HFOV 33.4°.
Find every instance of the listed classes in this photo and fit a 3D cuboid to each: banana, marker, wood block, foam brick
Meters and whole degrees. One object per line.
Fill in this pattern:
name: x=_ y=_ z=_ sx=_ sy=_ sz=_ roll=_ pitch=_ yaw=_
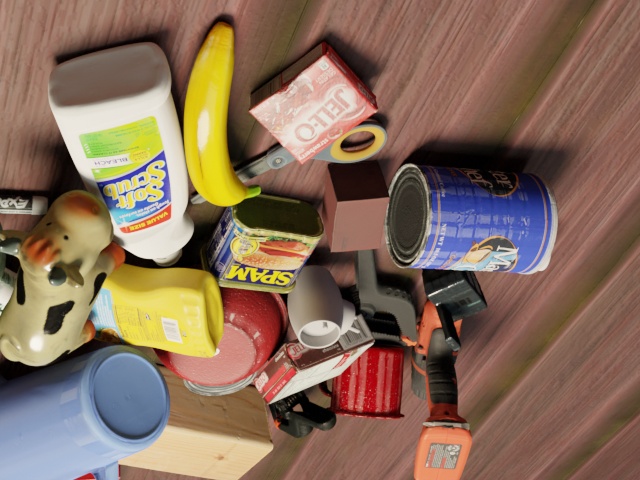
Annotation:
banana: x=-0.090 y=-0.093 z=0.920 sx=0.037 sy=0.069 sz=0.198 roll=19 pitch=142 yaw=19
marker: x=-0.282 y=-0.033 z=0.973 sx=0.121 sy=0.020 sz=0.020 roll=2 pitch=140 yaw=-19
wood block: x=-0.170 y=0.215 z=1.263 sx=0.205 sy=0.090 sz=0.091 roll=19 pitch=131 yaw=-35
foam brick: x=0.033 y=-0.033 z=1.045 sx=0.053 sy=0.051 sz=0.078 roll=-5 pitch=141 yaw=-11

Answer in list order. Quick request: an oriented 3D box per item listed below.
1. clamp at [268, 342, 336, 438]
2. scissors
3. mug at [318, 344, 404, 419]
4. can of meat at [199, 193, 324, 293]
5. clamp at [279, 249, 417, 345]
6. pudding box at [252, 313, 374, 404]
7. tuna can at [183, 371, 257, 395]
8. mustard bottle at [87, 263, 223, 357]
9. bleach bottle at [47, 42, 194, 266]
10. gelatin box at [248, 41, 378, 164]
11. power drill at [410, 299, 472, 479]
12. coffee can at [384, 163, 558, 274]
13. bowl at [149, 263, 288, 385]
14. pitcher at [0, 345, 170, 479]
clamp: x=-0.038 y=0.184 z=1.276 sx=0.039 sy=0.120 sz=0.172 roll=-24 pitch=170 yaw=-23
scissors: x=-0.021 y=-0.074 z=1.004 sx=0.202 sy=0.016 sz=0.096 roll=-38 pitch=132 yaw=27
mug: x=0.046 y=0.162 z=1.258 sx=0.117 sy=0.081 sz=0.093 roll=2 pitch=176 yaw=41
can of meat: x=-0.057 y=0.001 z=1.057 sx=0.102 sy=0.057 sz=0.084 roll=8 pitch=135 yaw=-26
clamp: x=0.047 y=0.062 z=1.180 sx=0.209 sy=0.036 sz=0.165 roll=27 pitch=127 yaw=-36
pudding box: x=-0.007 y=0.129 z=1.160 sx=0.113 sy=0.039 sz=0.090 roll=-16 pitch=159 yaw=-36
tuna can: x=-0.117 y=0.143 z=1.233 sx=0.086 sy=0.034 sz=0.086 roll=-8 pitch=142 yaw=-7
mustard bottle: x=-0.195 y=0.063 z=1.057 sx=0.192 sy=0.058 sz=0.096 roll=6 pitch=135 yaw=13
bleach bottle: x=-0.157 y=-0.059 z=0.947 sx=0.102 sy=0.068 sz=0.251 roll=-13 pitch=145 yaw=-1
gelatin box: x=-0.006 y=-0.119 z=0.928 sx=0.089 sy=0.030 sz=0.073 roll=-33 pitch=122 yaw=23
power drill: x=0.134 y=0.183 z=1.240 sx=0.057 sy=0.187 sz=0.184 roll=1 pitch=138 yaw=-1
coffee can: x=0.147 y=-0.021 z=1.054 sx=0.140 sy=0.103 sz=0.103 roll=3 pitch=139 yaw=-20
bowl: x=-0.114 y=0.103 z=1.132 sx=0.162 sy=0.055 sz=0.162 roll=-1 pitch=127 yaw=-2
pitcher: x=-0.264 y=0.199 z=1.116 sx=0.149 sy=0.145 sz=0.243 roll=34 pitch=140 yaw=-31
